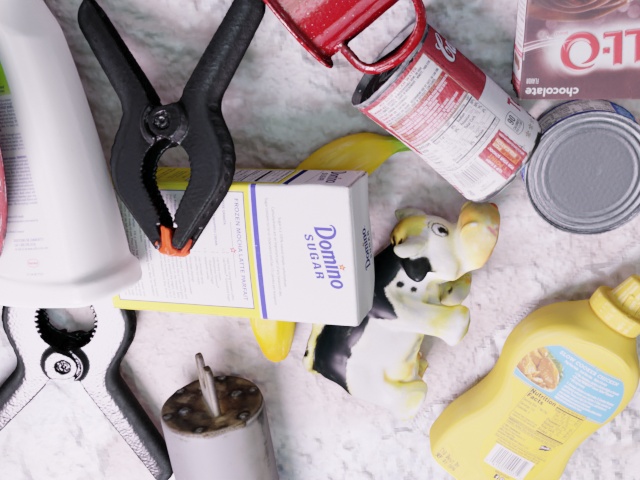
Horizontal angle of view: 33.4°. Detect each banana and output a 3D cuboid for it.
[{"bbox_3d":[-0.008,-0.001,0.724,0.069,0.037,0.198,29,113,-9],"label":"banana"}]

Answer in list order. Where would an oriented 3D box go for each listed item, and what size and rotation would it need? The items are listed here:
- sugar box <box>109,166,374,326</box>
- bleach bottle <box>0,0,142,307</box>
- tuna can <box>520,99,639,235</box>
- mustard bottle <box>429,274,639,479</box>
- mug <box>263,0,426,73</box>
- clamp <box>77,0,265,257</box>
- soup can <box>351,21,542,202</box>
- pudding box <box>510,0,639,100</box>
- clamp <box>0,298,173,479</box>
[{"bbox_3d":[-0.054,0.001,0.692,0.176,0.048,0.093,3,109,19],"label":"sugar box"},{"bbox_3d":[-0.183,-0.086,0.655,0.103,0.068,0.251,-1,106,31],"label":"bleach bottle"},{"bbox_3d":[0.174,-0.049,0.696,0.086,0.033,0.086,1,116,2],"label":"tuna can"},{"bbox_3d":[0.167,0.100,0.754,0.096,0.058,0.192,31,113,-11],"label":"mustard bottle"},{"bbox_3d":[0.015,-0.152,0.618,0.081,0.093,0.117,-38,81,13],"label":"mug"},{"bbox_3d":[-0.100,-0.077,0.656,0.120,0.039,0.171,7,87,20],"label":"clamp"},{"bbox_3d":[0.079,-0.079,0.666,0.102,0.068,0.069,38,111,-15],"label":"soup can"},{"bbox_3d":[0.177,-0.133,0.652,0.113,0.039,0.090,0,116,2],"label":"pudding box"},{"bbox_3d":[-0.193,0.087,0.773,0.164,0.036,0.210,-1,114,-1],"label":"clamp"}]
